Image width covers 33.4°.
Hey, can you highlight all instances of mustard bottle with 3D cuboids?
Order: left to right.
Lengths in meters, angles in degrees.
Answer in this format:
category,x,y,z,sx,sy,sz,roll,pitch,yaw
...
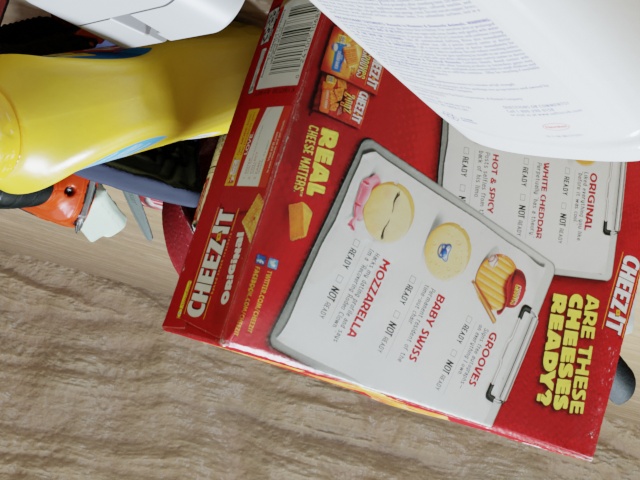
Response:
category,x,y,z,sx,sy,sz,roll,pitch,yaw
mustard bottle,-0.103,-0.060,0.479,0.096,0.058,0.191,-3,-166,32

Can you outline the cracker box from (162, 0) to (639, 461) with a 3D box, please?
category,x,y,z,sx,sy,sz,roll,pitch,yaw
cracker box,0.053,-0.003,0.502,0.213,0.164,0.072,21,171,-30
